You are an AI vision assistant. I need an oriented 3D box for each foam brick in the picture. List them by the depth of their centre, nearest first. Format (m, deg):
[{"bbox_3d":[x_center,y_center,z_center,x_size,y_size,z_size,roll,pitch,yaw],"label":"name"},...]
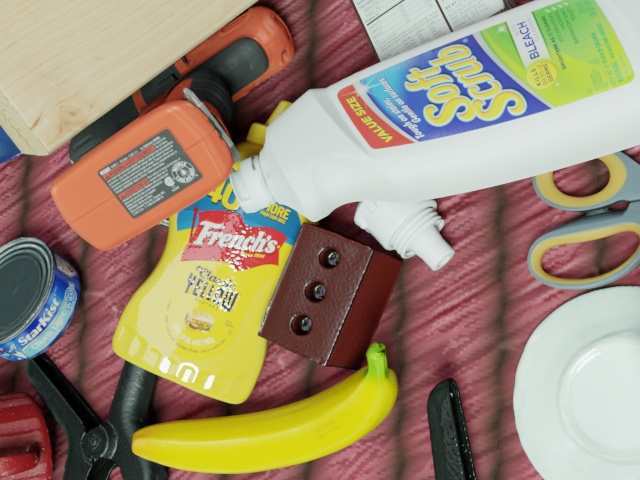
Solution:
[{"bbox_3d":[0.007,0.035,0.660,0.053,0.051,0.078,22,90,28],"label":"foam brick"}]

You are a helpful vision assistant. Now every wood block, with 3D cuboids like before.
[{"bbox_3d":[-0.125,-0.150,0.679,0.206,0.091,0.090,-40,19,-17],"label":"wood block"}]

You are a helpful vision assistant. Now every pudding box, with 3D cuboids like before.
[{"bbox_3d":[0.066,-0.159,0.677,0.090,0.039,0.113,-29,65,20],"label":"pudding box"}]

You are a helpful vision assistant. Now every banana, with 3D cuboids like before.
[{"bbox_3d":[-0.025,0.111,0.657,0.198,0.069,0.037,-25,29,27],"label":"banana"}]

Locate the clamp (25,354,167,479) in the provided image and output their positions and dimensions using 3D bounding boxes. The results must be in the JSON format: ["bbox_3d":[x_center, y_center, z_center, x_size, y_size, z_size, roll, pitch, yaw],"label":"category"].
[{"bbox_3d":[-0.136,0.129,0.723,0.120,0.039,0.171,-33,64,23],"label":"clamp"}]

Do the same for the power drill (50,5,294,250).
[{"bbox_3d":[-0.106,-0.069,0.676,0.185,0.187,0.057,-31,112,20],"label":"power drill"}]

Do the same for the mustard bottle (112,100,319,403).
[{"bbox_3d":[-0.054,0.001,0.687,0.096,0.058,0.191,23,90,1],"label":"mustard bottle"}]

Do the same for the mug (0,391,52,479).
[{"bbox_3d":[-0.228,0.147,0.719,0.117,0.081,0.093,-15,81,57],"label":"mug"}]

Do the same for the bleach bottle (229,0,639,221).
[{"bbox_3d":[0.070,-0.064,0.606,0.251,0.068,0.102,-20,62,8],"label":"bleach bottle"}]

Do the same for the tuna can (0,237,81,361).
[{"bbox_3d":[-0.215,0.043,0.767,0.086,0.033,0.086,-18,53,25],"label":"tuna can"}]
